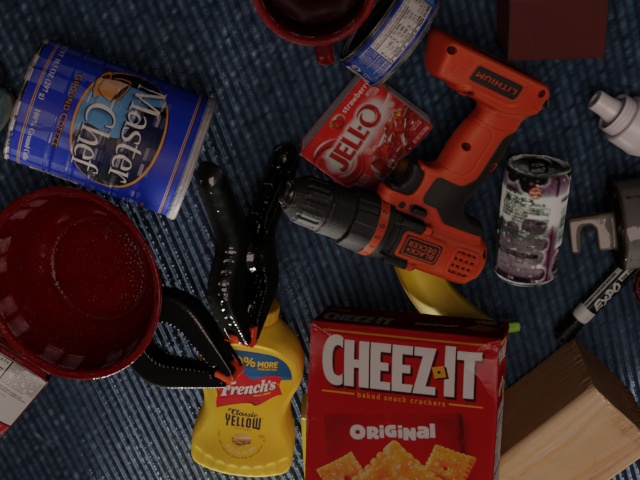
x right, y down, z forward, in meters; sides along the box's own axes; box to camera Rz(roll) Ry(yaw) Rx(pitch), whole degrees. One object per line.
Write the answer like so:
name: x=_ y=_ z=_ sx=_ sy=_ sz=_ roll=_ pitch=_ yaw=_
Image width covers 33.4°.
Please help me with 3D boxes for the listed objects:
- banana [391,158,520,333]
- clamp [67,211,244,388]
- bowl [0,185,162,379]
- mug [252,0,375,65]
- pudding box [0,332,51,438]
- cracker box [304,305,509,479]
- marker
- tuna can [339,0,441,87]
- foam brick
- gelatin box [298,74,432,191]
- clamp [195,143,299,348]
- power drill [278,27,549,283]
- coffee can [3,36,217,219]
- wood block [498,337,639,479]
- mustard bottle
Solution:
banana: x=0.100 y=0.021 z=0.935 sx=0.069 sy=0.037 sz=0.197 roll=-36 pitch=113 yaw=-2
clamp: x=-0.160 y=0.060 z=0.927 sx=0.210 sy=0.036 sz=0.165 roll=21 pitch=114 yaw=11
bowl: x=-0.195 y=0.030 z=0.879 sx=0.162 sy=0.055 sz=0.162 roll=4 pitch=104 yaw=16
mug: x=-0.003 y=-0.191 z=0.804 sx=0.093 sy=0.081 sz=0.117 roll=-10 pitch=115 yaw=5
pudding box: x=-0.314 y=0.134 z=0.988 sx=0.090 sy=0.039 sz=0.114 roll=37 pitch=109 yaw=-16
cracker box: x=0.072 y=0.173 z=0.921 sx=0.164 sy=0.072 sz=0.214 roll=4 pitch=100 yaw=14
marker: x=0.253 y=0.047 z=0.954 sx=0.020 sy=0.020 sz=0.121 roll=33 pitch=111 yaw=-15
tuna can: x=0.052 y=-0.161 z=0.816 sx=0.033 sy=0.086 sz=0.086 roll=35 pitch=111 yaw=-14
foam brick: x=0.179 y=-0.172 z=0.829 sx=0.078 sy=0.053 sz=0.051 roll=-2 pitch=116 yaw=0
gelatin box: x=0.036 y=-0.087 z=0.883 sx=0.073 sy=0.030 sz=0.089 roll=35 pitch=111 yaw=-16
clamp: x=-0.056 y=0.001 z=0.882 sx=0.039 sy=0.120 sz=0.171 roll=20 pitch=121 yaw=35
power drill: x=0.080 y=-0.068 z=0.843 sx=0.184 sy=0.057 sz=0.188 roll=19 pitch=110 yaw=-23
coffee can: x=-0.164 y=-0.088 z=0.843 sx=0.140 sy=0.103 sz=0.103 roll=20 pitch=114 yaw=-9
wood block: x=0.192 y=0.199 z=0.989 sx=0.090 sy=0.091 sz=0.206 roll=42 pitch=109 yaw=-17
mustard bottle: x=-0.064 y=0.122 z=0.970 sx=0.096 sy=0.058 sz=0.192 roll=8 pitch=116 yaw=2
